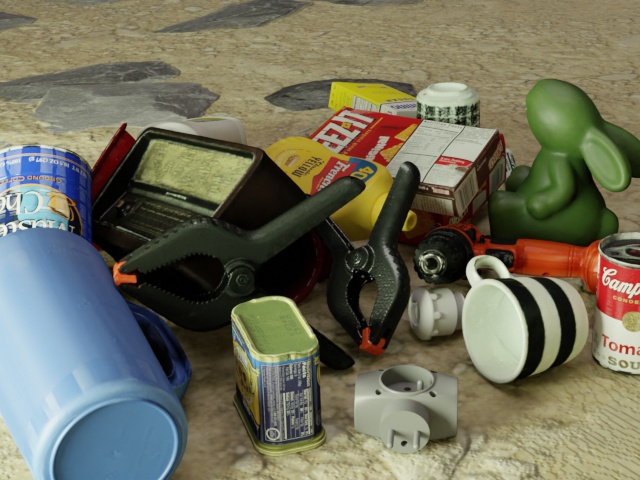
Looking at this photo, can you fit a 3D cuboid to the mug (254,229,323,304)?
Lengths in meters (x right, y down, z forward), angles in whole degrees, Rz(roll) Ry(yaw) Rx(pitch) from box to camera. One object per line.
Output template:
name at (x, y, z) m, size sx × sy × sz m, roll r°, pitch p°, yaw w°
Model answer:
mug at (-0.057, 0.001, 1.020) m, size 0.093 × 0.117 × 0.082 m, roll -4°, pitch 15°, yaw -38°

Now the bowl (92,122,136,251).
bowl at (-0.226, -0.043, 1.131) m, size 0.055 × 0.162 × 0.162 m, roll 31°, pitch 23°, yaw -9°

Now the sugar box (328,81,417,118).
sugar box at (0.095, -0.183, 1.493) m, size 0.093 × 0.048 × 0.176 m, roll -4°, pitch 19°, yaw -31°

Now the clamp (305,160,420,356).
clamp at (0.047, 0.012, 0.939) m, size 0.120 × 0.171 × 0.039 m, roll -28°, pitch -28°, yaw 29°

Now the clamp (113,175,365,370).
clamp at (-0.060, 0.018, 0.867) m, size 0.209 × 0.164 × 0.036 m, roll 7°, pitch 10°, yaw -13°

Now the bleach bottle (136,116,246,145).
bleach bottle at (-0.152, -0.113, 1.251) m, size 0.102 × 0.068 × 0.251 m, roll -4°, pitch 5°, yaw 3°

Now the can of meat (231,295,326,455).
can of meat at (-0.035, 0.101, 0.823) m, size 0.057 × 0.084 × 0.102 m, roll -9°, pitch 24°, yaw -16°

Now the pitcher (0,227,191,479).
pitcher at (-0.180, 0.096, 0.811) m, size 0.149 × 0.145 × 0.243 m, roll -32°, pitch 35°, yaw -12°

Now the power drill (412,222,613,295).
power drill at (0.185, 0.018, 0.984) m, size 0.188 × 0.057 × 0.184 m, roll 8°, pitch 9°, yaw 15°

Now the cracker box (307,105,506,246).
cracker box at (0.079, -0.076, 1.200) m, size 0.214 × 0.072 × 0.164 m, roll 14°, pitch 40°, yaw 29°

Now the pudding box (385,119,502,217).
pudding box at (0.123, -0.076, 1.092) m, size 0.090 × 0.039 × 0.113 m, roll 11°, pitch 43°, yaw 31°

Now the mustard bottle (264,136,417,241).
mustard bottle at (0.016, -0.044, 1.045) m, size 0.192 × 0.058 × 0.096 m, roll 23°, pitch 52°, yaw 40°

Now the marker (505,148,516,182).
marker at (0.232, -0.084, 1.303) m, size 0.020 × 0.020 × 0.121 m, roll 0°, pitch 24°, yaw 4°

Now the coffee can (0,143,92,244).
coffee can at (-0.260, -0.002, 0.976) m, size 0.102 × 0.103 × 0.140 m, roll -4°, pitch 62°, yaw -5°
